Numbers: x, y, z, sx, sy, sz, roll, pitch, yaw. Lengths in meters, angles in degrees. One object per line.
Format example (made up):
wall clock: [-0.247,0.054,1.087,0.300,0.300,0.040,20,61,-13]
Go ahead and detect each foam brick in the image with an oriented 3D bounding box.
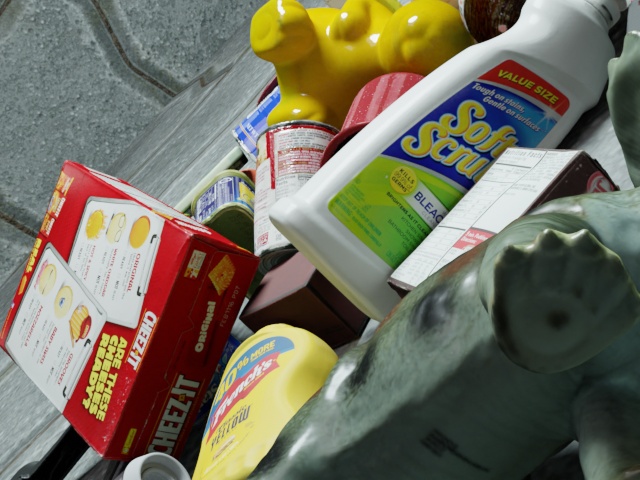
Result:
foam brick: [-0.005,0.041,0.718,0.078,0.053,0.051,-27,24,46]

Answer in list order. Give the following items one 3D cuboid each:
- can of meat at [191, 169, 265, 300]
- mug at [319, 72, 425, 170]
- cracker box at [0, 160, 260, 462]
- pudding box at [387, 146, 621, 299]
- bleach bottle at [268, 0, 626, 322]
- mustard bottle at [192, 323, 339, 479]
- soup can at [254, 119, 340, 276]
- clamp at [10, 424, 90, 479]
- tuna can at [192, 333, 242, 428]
can of meat: [-0.056,0.001,0.855,0.057,0.102,0.084,-42,18,9]
mug: [0.051,-0.055,0.752,0.081,0.093,0.117,-69,-7,-50]
cracker box: [-0.151,0.048,0.799,0.214,0.072,0.164,27,96,50]
pudding box: [0.098,0.000,0.585,0.113,0.039,0.090,-46,14,-6]
bleach bottle: [0.089,-0.071,0.657,0.251,0.102,0.068,-46,7,-5]
mustard bottle: [-0.029,0.103,0.617,0.096,0.058,0.191,-45,15,21]
soup can: [-0.014,-0.027,0.780,0.069,0.068,0.102,-29,53,46]
clamp: [-0.249,0.225,0.910,0.172,0.039,0.120,-43,14,37]
tuna can: [-0.096,0.104,0.823,0.086,0.033,0.086,-42,16,15]
